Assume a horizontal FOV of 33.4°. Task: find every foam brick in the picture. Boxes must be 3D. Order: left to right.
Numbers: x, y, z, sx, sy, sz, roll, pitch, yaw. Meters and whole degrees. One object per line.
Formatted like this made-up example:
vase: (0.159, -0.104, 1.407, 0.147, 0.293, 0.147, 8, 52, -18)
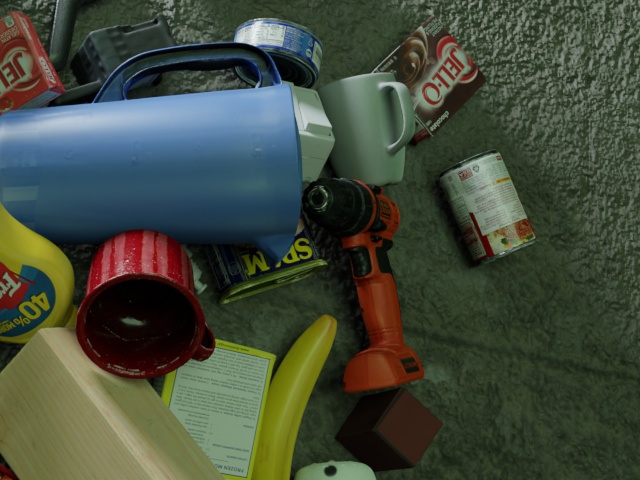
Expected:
foam brick: (0.060, 0.171, 0.957, 0.051, 0.078, 0.053, 43, 63, -9)

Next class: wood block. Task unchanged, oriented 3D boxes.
wood block: (-0.151, 0.170, 0.792, 0.206, 0.091, 0.090, 48, 14, 17)

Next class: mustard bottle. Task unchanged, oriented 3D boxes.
mustard bottle: (-0.247, 0.026, 0.817, 0.191, 0.096, 0.058, 48, 19, -35)

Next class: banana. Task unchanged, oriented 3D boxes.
banana: (-0.027, 0.157, 0.924, 0.037, 0.070, 0.197, 39, 49, -37)

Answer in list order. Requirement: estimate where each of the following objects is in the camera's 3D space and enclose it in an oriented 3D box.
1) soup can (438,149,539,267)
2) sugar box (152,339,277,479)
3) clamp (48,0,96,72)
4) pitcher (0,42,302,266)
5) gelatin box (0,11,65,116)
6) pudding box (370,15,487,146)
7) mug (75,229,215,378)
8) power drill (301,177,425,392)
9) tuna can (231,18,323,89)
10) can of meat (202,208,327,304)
soup can: (0.169, -0.032, 1.078, 0.068, 0.069, 0.102, -19, 83, -30)
sugar box: (-0.101, 0.169, 0.882, 0.093, 0.048, 0.176, 16, 81, -21)
clamp: (-0.230, -0.225, 0.953, 0.120, 0.039, 0.171, 49, 61, -3)
pitcher: (-0.137, -0.067, 0.869, 0.242, 0.145, 0.149, -3, 36, -5)
gelatin box: (-0.267, -0.135, 0.884, 0.089, 0.030, 0.073, -28, 85, 13)
pudding box: (0.108, -0.166, 1.104, 0.090, 0.039, 0.113, 48, 60, -6)
mug: (-0.127, 0.050, 0.812, 0.117, 0.093, 0.081, 35, 19, -24)
power drill: (0.040, 0.038, 0.951, 0.184, 0.057, 0.187, 10, 71, -68)
tuna can: (-0.042, -0.172, 1.005, 0.086, 0.086, 0.033, 17, 69, -21)
can of meat: (-0.056, 0.001, 0.963, 0.101, 0.058, 0.084, -16, 80, -29)
